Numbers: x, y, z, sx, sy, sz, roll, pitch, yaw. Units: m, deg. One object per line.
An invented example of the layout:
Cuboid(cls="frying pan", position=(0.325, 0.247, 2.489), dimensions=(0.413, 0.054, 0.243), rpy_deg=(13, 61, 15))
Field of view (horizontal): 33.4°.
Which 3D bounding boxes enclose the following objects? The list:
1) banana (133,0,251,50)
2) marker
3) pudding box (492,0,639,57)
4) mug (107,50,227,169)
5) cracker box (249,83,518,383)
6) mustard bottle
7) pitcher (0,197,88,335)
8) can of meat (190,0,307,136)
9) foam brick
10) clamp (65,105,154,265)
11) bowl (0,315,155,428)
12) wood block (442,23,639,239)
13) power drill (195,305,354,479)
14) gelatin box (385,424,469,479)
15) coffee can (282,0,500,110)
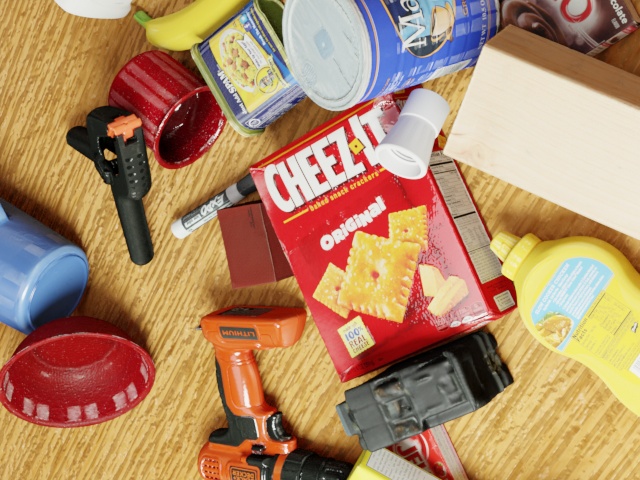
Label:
Cuboid(cls="banana", position=(-0.103, -0.229, 1.002), dimensions=(0.198, 0.037, 0.069), rpy_deg=(-26, 85, 32))
Cuboid(cls="marker", position=(-0.100, -0.036, 1.045), dimensions=(0.121, 0.020, 0.020), rpy_deg=(-30, 83, 32))
Cuboid(cls="pudding box", position=(0.185, -0.192, 0.834), dimensions=(0.090, 0.039, 0.113), rpy_deg=(-32, 82, 31))
Cuboid(cls="mug", position=(-0.148, -0.121, 1.028), dimensions=(0.082, 0.093, 0.117), rpy_deg=(39, 153, 24))
Cuboid(cls="cracker box", position=(0.052, -0.005, 0.929), dimensions=(0.164, 0.072, 0.214), rpy_deg=(-27, 84, 31))
Cuboid(cls="mustard bottle", position=(0.216, 0.052, 0.849), dimensions=(0.192, 0.058, 0.096), rpy_deg=(37, 116, 20))
Cuboid(cls="pitcher", position=(-0.374, -0.002, 1.152), dimensions=(0.243, 0.149, 0.145), rpy_deg=(26, 86, 21))
Cuboid(cls="can of meat", position=(-0.056, -0.160, 0.976), dimensions=(0.084, 0.057, 0.102), rpy_deg=(-33, 82, 29))
Cuboid(cls="foam brick", position=(-0.057, 0.001, 1.008), dimensions=(0.053, 0.051, 0.078), rpy_deg=(-8, 95, 31))
Cuboid(cls="clamp", position=(-0.193, -0.063, 1.033), dimensions=(0.164, 0.036, 0.210), rpy_deg=(62, 158, 1))
Cuboid(cls="bowl", position=(-0.256, 0.128, 1.114), dimensions=(0.162, 0.161, 0.055), rpy_deg=(-45, 42, 29))
Cuboid(cls="wood block", position=(0.209, -0.073, 0.784), dimensions=(0.206, 0.090, 0.091), rpy_deg=(25, 118, 12))
Cuboid(cls="power drill", position=(-0.045, 0.159, 1.026), dimensions=(0.185, 0.057, 0.188), rpy_deg=(1, 99, 31))
Cuboid(cls="gelatin box", position=(0.091, 0.212, 0.969), dimensions=(0.073, 0.030, 0.089), rpy_deg=(-27, 85, 31))
Cuboid(cls="coffee can", position=(0.056, -0.169, 0.839), dimensions=(0.103, 0.140, 0.103), rpy_deg=(34, 135, 42))
